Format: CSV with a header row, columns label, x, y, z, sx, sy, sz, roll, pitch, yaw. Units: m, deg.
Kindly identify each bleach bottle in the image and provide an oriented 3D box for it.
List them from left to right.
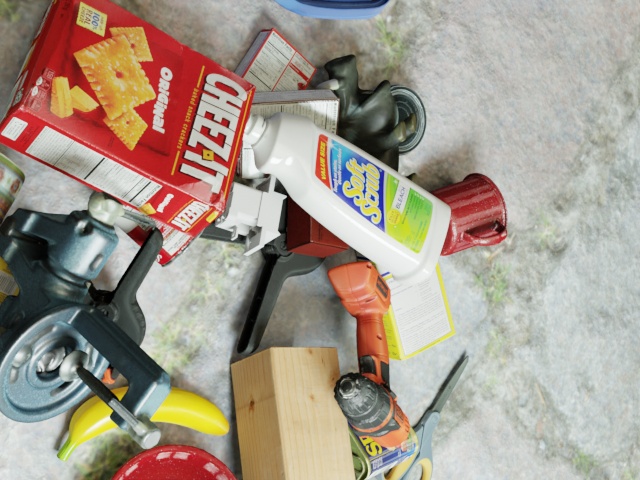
label,x,y,z,sx,sy,sz,roll,pitch,yaw
bleach bottle,0.018,-0.053,1.122,0.250,0.068,0.102,30,65,-22

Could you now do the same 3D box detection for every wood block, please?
label,x,y,z,sx,sy,sz,roll,pitch,yaw
wood block,-0.028,0.225,1.149,0.090,0.091,0.206,5,69,-36

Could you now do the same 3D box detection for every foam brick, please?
label,x,y,z,sx,sy,sz,roll,pitch,yaw
foam brick,-0.003,-0.026,1.172,0.052,0.051,0.078,10,74,-31

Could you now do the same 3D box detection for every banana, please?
label,x,y,z,sx,sy,sz,roll,pitch,yaw
banana,-0.180,0.182,1.117,0.197,0.037,0.070,-2,119,-33

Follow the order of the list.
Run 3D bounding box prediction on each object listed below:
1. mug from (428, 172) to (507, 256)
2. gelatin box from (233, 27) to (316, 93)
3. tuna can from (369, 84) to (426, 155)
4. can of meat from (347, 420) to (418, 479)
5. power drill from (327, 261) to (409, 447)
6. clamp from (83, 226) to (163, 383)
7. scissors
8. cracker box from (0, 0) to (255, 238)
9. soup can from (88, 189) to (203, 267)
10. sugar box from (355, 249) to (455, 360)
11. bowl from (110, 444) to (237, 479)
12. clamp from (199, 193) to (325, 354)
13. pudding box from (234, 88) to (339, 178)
label,x,y,z,sx,sy,sz,roll,pitch,yaw
mug,0.176,-0.024,1.307,0.081,0.117,0.093,-18,128,-29
gelatin box,-0.055,-0.177,1.176,0.073,0.030,0.089,39,73,-30
tuna can,0.086,-0.144,1.278,0.085,0.034,0.086,-4,96,-35
can of meat,0.054,0.225,1.252,0.083,0.058,0.102,-16,63,-36
power drill,0.047,0.122,1.170,0.184,0.057,0.187,56,27,-61
clamp,-0.223,0.058,1.053,0.120,0.039,0.171,10,109,1
scissors,0.146,0.247,1.367,0.201,0.016,0.096,-42,118,-26
cracker box,-0.178,-0.125,1.014,0.213,0.072,0.164,27,54,-23
soup can,-0.172,-0.031,1.069,0.102,0.069,0.068,44,69,-16
sugar box,0.100,0.049,1.299,0.093,0.048,0.176,-23,104,-31
bowl,-0.158,0.295,1.109,0.161,0.055,0.162,7,72,-21
clamp,-0.058,0.001,1.185,0.209,0.036,0.164,-42,110,-29
pudding box,-0.038,-0.115,1.153,0.113,0.039,0.090,-5,117,-17
